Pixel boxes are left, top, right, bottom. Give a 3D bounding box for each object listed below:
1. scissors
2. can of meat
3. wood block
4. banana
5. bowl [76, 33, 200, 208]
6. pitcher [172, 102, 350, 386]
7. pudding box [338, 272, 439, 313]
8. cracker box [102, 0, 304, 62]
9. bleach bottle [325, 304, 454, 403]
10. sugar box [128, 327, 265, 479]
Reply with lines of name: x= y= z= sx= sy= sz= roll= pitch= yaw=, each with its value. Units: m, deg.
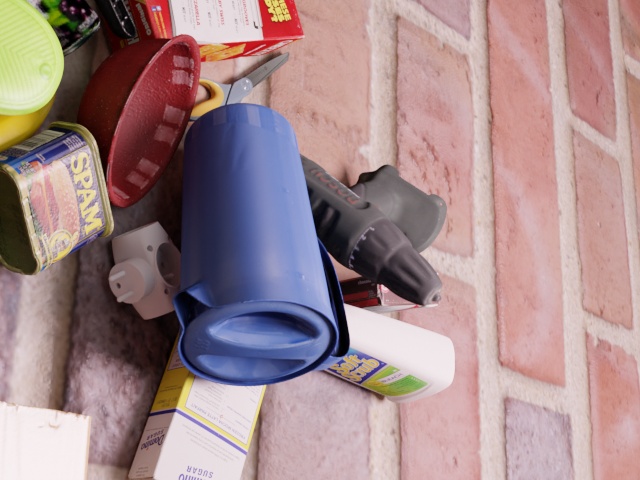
scissors: x=-0.080 y=-0.138 z=1.103 sx=0.201 sy=0.016 sz=0.096 roll=-22 pitch=97 yaw=-50
can of meat: x=-0.221 y=-0.033 z=0.854 sx=0.083 sy=0.058 sz=0.102 roll=-38 pitch=131 yaw=-46
wood block: x=-0.230 y=0.225 z=0.752 sx=0.090 sy=0.091 sz=0.206 roll=20 pitch=64 yaw=-44
banana: x=-0.273 y=-0.092 z=0.844 sx=0.197 sy=0.037 sz=0.069 roll=-28 pitch=100 yaw=-50
bowl: x=-0.164 y=-0.112 z=0.926 sx=0.055 sy=0.162 sz=0.162 roll=24 pitch=47 yaw=9
pitcher: x=-0.056 y=0.001 z=0.953 sx=0.149 sy=0.145 sz=0.243 roll=85 pitch=-2 yaw=-53
pudding box: x=0.062 y=0.058 z=1.149 sx=0.113 sy=0.090 sz=0.039 roll=5 pitch=77 yaw=-50
cracker box: x=-0.125 y=-0.260 z=1.046 sx=0.213 sy=0.072 sz=0.164 roll=-18 pitch=93 yaw=-51
bleach bottle: x=0.021 y=0.103 z=1.095 sx=0.250 sy=0.103 sz=0.068 roll=23 pitch=57 yaw=-37
sugar box: x=-0.103 y=0.153 z=0.960 sx=0.093 sy=0.048 sz=0.176 roll=40 pitch=53 yaw=-32
